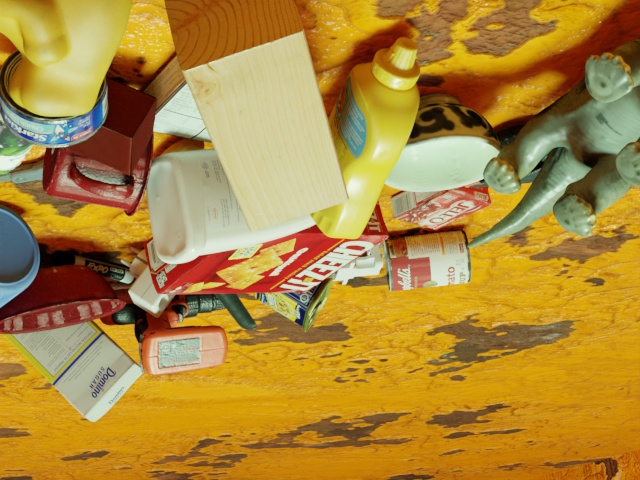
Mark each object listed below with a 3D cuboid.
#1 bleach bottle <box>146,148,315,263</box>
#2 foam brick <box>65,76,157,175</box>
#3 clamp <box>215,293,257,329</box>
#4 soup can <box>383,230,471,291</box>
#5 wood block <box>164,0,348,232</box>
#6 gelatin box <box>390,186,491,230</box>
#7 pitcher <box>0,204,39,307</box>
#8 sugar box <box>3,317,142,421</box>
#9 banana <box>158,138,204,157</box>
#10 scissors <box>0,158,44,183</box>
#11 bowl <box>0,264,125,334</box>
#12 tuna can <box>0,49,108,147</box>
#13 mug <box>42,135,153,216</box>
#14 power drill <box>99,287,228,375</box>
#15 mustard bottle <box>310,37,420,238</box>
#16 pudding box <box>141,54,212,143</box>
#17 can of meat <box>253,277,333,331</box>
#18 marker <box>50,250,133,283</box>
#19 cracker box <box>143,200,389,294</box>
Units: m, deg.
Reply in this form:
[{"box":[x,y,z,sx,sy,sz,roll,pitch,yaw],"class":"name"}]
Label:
[{"box":[-0.043,-0.041,1.029,0.250,0.102,0.068,-7,177,-40],"class":"bleach bottle"},{"box":[-0.183,-0.102,0.898,0.078,0.051,0.053,23,145,2],"class":"foam brick"},{"box":[-0.124,0.041,1.272,0.171,0.120,0.039,12,180,-29],"class":"clamp"},{"box":[0.133,0.025,1.337,0.102,0.068,0.068,-6,159,0],"class":"soup can"},{"box":[-0.046,-0.108,0.834,0.091,0.090,0.206,-18,146,1],"class":"wood block"},{"box":[0.136,-0.044,1.208,0.073,0.030,0.089,13,153,-40],"class":"gelatin box"},{"box":[-0.429,0.041,1.187,0.243,0.145,0.148,-27,165,38],"class":"pitcher"},{"box":[-0.318,0.140,1.364,0.093,0.176,0.048,-46,161,-8],"class":"sugar box"},{"box":[-0.146,-0.057,1.106,0.069,0.037,0.198,-21,162,-7],"class":"banana"},{"box":[-0.284,-0.063,1.080,0.202,0.016,0.096,-14,158,22],"class":"scissors"},{"box":[-0.317,0.067,1.275,0.162,0.055,0.162,-13,170,-2],"class":"bowl"},{"box":[-0.212,-0.118,0.849,0.086,0.086,0.034,-1,148,-11],"class":"tuna can"},{"box":[-0.200,-0.068,0.959,0.081,0.117,0.093,10,116,-23],"class":"mug"},{"box":[-0.179,0.103,1.358,0.184,0.057,0.188,-7,-160,-20],"class":"power drill"},{"box":[0.040,-0.097,0.936,0.058,0.096,0.192,5,136,-21],"class":"mustard bottle"},{"box":[-0.096,-0.126,0.925,0.089,0.039,0.114,9,153,-33],"class":"pudding box"},{"box":[-0.037,0.063,1.365,0.084,0.057,0.102,30,159,7],"class":"can of meat"},{"box":[-0.283,0.032,1.327,0.020,0.020,0.120,-21,154,35],"class":"marker"},{"box":[-0.058,0.001,1.164,0.213,0.072,0.164,2,154,-42],"class":"cracker box"}]
